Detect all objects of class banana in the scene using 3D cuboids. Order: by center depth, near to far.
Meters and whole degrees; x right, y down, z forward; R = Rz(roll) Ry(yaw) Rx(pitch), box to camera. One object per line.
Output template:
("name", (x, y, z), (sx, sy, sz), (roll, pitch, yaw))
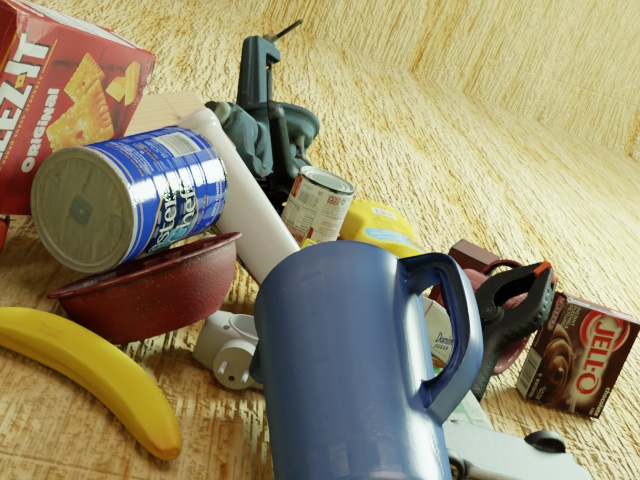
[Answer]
("banana", (-0.171, 0.095, 0.766), (0.198, 0.037, 0.069), (26, 35, 14))

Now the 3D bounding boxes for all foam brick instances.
("foam brick", (0.165, 0.046, 1.234), (0.051, 0.078, 0.052), (28, 21, 15))

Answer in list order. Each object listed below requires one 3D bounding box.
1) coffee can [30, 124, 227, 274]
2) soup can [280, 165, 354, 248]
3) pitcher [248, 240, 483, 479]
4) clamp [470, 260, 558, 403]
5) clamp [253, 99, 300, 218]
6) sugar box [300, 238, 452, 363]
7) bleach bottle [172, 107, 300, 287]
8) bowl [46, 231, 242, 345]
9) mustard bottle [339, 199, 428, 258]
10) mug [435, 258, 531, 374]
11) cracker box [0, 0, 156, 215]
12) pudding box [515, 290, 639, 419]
("coffee can", (-0.157, -0.038, 0.897), (0.103, 0.103, 0.140), (28, 24, 19))
("soup can", (-0.010, -0.023, 1.185), (0.068, 0.102, 0.068), (20, 18, -7))
("pitcher", (0.031, 0.111, 0.731), (0.145, 0.149, 0.243), (7, 32, -10))
("clamp", (0.157, 0.078, 1.048), (0.120, 0.171, 0.039), (33, -22, 38))
("clamp", (-0.047, -0.068, 1.222), (0.209, 0.165, 0.036), (31, 37, -33))
("sugar box", (0.058, 0.061, 1.028), (0.176, 0.048, 0.093), (29, -5, 44))
("bleach bottle", (-0.056, 0.001, 0.990), (0.251, 0.068, 0.102), (53, -9, 9))
("bowl", (-0.132, 0.042, 0.851), (0.162, 0.055, 0.162), (-17, 5, 1))
("mustard bottle", (0.080, 0.012, 1.261), (0.096, 0.058, 0.192), (18, 18, -18))
("mug", (0.177, 0.071, 1.124), (0.082, 0.117, 0.093), (28, -7, 31))
("cracker box", (-0.236, -0.105, 0.866), (0.072, 0.164, 0.213), (29, 10, 17))
("pudding box", (0.260, 0.116, 1.083), (0.090, 0.113, 0.039), (17, 15, -15))
